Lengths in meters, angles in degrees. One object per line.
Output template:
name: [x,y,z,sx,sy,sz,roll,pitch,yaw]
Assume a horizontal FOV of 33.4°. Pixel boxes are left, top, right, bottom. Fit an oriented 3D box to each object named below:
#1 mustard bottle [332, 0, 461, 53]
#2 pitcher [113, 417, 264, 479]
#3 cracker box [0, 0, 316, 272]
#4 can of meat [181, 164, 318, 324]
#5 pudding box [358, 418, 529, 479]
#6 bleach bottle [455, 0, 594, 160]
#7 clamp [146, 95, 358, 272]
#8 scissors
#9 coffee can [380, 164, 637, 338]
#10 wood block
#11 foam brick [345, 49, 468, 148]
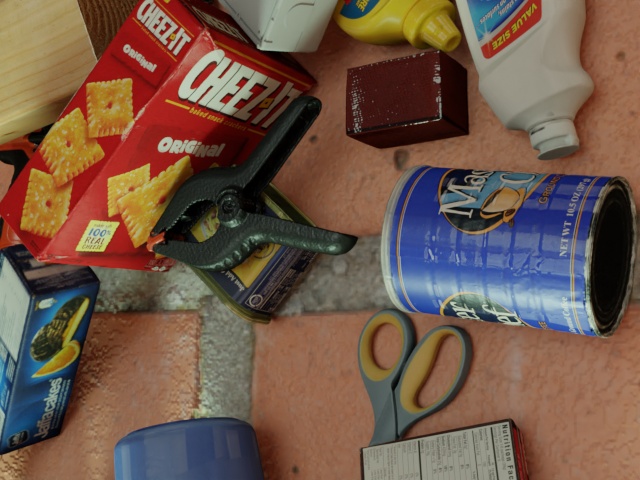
mustard bottle: [0.041,-0.204,0.805,0.096,0.058,0.192,-49,59,17]
pitcher: [-0.075,0.255,0.774,0.145,0.149,0.243,140,125,-59]
cracker box: [-0.121,-0.075,0.824,0.072,0.164,0.214,46,106,24]
can of meat: [-0.056,0.001,0.837,0.102,0.057,0.084,44,102,28]
pudding box: [0.084,0.174,0.711,0.114,0.039,0.090,-13,53,16]
bleach bottle: [0.143,-0.181,0.743,0.103,0.067,0.251,-20,74,33]
clamp: [-0.055,-0.035,0.789,0.172,0.039,0.120,-12,71,25]
scissors: [0.035,0.136,0.785,0.096,0.016,0.202,42,104,30]
coffee can: [0.124,0.005,0.701,0.141,0.102,0.103,6,85,31]
wood block: [-0.237,-0.143,0.870,0.206,0.090,0.090,-16,93,30]
foam brick: [0.064,-0.102,0.784,0.078,0.052,0.051,-7,79,29]
